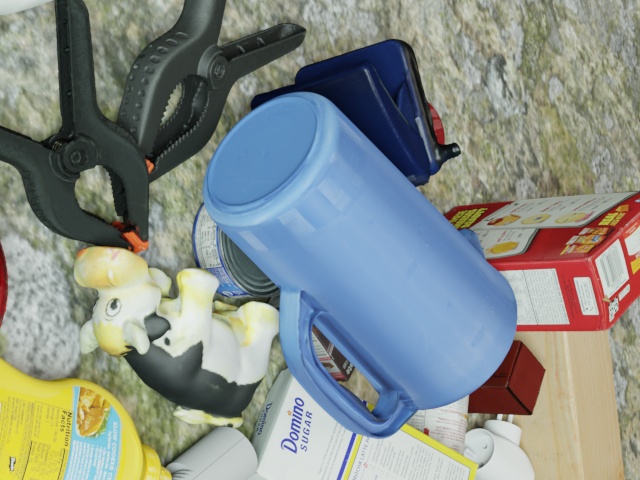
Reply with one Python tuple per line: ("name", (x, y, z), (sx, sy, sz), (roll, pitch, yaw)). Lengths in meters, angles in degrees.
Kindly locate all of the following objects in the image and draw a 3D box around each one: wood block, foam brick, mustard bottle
("wood block", (0.237, 0.166, 1.073), (0.090, 0.090, 0.206), (-7, 91, -49))
("foam brick", (0.159, 0.128, 0.997), (0.051, 0.078, 0.053), (47, 54, -35))
("mustard bottle", (-0.163, 0.127, 0.635), (0.191, 0.058, 0.096), (28, 59, -44))

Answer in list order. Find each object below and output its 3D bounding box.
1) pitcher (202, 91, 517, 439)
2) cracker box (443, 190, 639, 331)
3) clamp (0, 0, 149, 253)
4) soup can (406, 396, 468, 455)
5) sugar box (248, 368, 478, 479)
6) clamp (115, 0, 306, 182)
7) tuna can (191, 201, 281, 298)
("pitcher", (0.025, 0.018, 0.747), (0.242, 0.145, 0.149), (44, 19, -39))
("cracker box", (0.176, 0.020, 0.926), (0.163, 0.214, 0.072), (-32, 111, -46))
("clamp", (-0.168, -0.054, 0.662), (0.120, 0.039, 0.171), (-29, 118, -14))
("soup can", (0.091, 0.168, 0.918), (0.068, 0.069, 0.102), (27, 64, -44))
("sugar box", (0.031, 0.177, 0.819), (0.176, 0.048, 0.093), (31, 61, -14))
("clamp", (-0.080, -0.124, 0.761), (0.210, 0.036, 0.164), (-63, 151, -12))
("tuna can", (-0.055, 0.001, 0.798), (0.085, 0.034, 0.086), (9, 77, -48))
